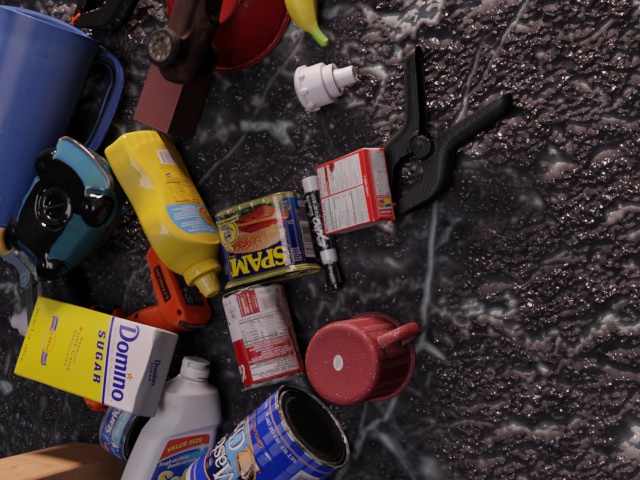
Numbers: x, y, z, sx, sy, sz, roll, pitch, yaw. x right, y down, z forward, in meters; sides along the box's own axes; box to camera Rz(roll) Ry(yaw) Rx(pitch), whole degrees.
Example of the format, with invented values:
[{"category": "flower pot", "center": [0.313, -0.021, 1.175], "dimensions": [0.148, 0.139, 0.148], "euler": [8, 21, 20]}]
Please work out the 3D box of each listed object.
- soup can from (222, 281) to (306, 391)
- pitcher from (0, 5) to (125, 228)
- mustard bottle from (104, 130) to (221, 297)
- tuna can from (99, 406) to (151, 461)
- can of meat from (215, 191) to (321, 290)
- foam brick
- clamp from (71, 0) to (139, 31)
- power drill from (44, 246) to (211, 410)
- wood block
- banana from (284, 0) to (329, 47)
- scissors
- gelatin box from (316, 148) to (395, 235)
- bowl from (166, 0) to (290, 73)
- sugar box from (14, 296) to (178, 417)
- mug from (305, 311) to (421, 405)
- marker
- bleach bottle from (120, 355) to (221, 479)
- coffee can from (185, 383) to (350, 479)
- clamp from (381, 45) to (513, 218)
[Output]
[{"category": "soup can", "center": [-0.059, 0.100, 1.118], "dimensions": [0.069, 0.068, 0.102], "euler": [-19, 81, 25]}, {"category": "pitcher", "center": [-0.339, -0.138, 1.226], "dimensions": [0.149, 0.144, 0.243], "euler": [24, 98, 34]}, {"category": "mustard bottle", "center": [-0.157, -0.025, 1.152], "dimensions": [0.058, 0.096, 0.192], "euler": [-34, 75, 22]}, {"category": "tuna can", "center": [-0.203, 0.201, 1.180], "dimensions": [0.034, 0.086, 0.086], "euler": [25, 101, 23]}, {"category": "can of meat", "center": [-0.057, 0.001, 1.125], "dimensions": [0.102, 0.057, 0.084], "euler": [-15, 81, 26]}, {"category": "foam brick", "center": [-0.163, -0.159, 1.181], "dimensions": [0.051, 0.052, 0.078], "euler": [25, 100, 25]}, {"category": "clamp", "center": [-0.217, -0.307, 1.188], "dimensions": [0.210, 0.036, 0.164], "euler": [-25, 69, 45]}, {"category": "power drill", "center": [-0.224, 0.075, 1.209], "dimensions": [0.188, 0.057, 0.184], "euler": [-34, 71, 24]}, {"category": "wood block", "center": [-0.302, 0.283, 1.162], "dimensions": [0.090, 0.205, 0.091], "euler": [2, 90, 26]}, {"category": "banana", "center": [0.003, -0.304, 1.110], "dimensions": [0.069, 0.037, 0.198], "euler": [16, 99, 7]}, {"category": "scissors", "center": [-0.360, 0.044, 1.271], "dimensions": [0.096, 0.016, 0.202], "euler": [-12, 67, 36]}, {"category": "gelatin box", "center": [0.034, -0.048, 1.074], "dimensions": [0.089, 0.030, 0.073], "euler": [-16, 81, 56]}, {"category": "bowl", "center": [-0.111, -0.266, 1.154], "dimensions": [0.162, 0.055, 0.162], "euler": [-1, 89, 26]}, {"category": "sugar box", "center": [-0.243, 0.123, 1.149], "dimensions": [0.176, 0.048, 0.093], "euler": [10, 81, 33]}, {"category": "mug", "center": [0.047, 0.114, 1.056], "dimensions": [0.117, 0.081, 0.093], "euler": [-29, 77, 24]}, {"category": "marker", "center": [0.003, -0.007, 1.114], "dimensions": [0.020, 0.020, 0.121], "euler": [-17, 82, 26]}, {"category": "bleach bottle", "center": [-0.170, 0.248, 1.156], "dimensions": [0.068, 0.102, 0.251], "euler": [25, 102, 61]}, {"category": "coffee can", "center": [-0.055, 0.229, 1.094], "dimensions": [0.140, 0.102, 0.103], "euler": [-43, 72, 20]}, {"category": "clamp", "center": [0.114, -0.094, 1.048], "dimensions": [0.120, 0.039, 0.171], "euler": [25, 107, 31]}]
